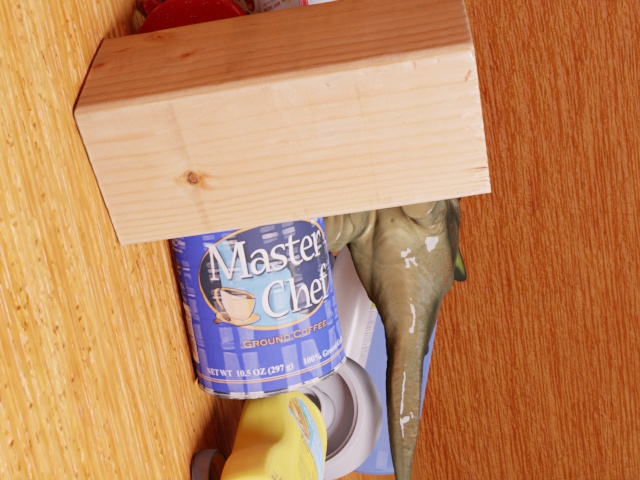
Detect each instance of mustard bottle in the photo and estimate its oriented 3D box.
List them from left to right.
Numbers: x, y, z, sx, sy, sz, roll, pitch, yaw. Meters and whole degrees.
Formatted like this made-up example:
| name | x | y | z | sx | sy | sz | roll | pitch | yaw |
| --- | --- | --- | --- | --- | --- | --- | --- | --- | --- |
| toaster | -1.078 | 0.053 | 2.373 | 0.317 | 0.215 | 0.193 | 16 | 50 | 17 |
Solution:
| name | x | y | z | sx | sy | sz | roll | pitch | yaw |
| --- | --- | --- | --- | --- | --- | --- | --- | --- | --- |
| mustard bottle | -0.028 | 0.154 | 0.729 | 0.191 | 0.058 | 0.096 | -78 | 151 | -71 |

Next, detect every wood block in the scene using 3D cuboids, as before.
| name | x | y | z | sx | sy | sz | roll | pitch | yaw |
| --- | --- | --- | --- | --- | --- | --- | --- | --- | --- |
| wood block | -0.017 | -0.070 | 0.589 | 0.090 | 0.206 | 0.091 | -88 | 168 | -54 |

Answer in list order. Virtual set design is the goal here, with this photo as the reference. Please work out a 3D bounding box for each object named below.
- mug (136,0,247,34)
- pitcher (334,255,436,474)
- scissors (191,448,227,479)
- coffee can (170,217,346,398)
| name | x | y | z | sx | sy | sz | roll | pitch | yaw |
| --- | --- | --- | --- | --- | --- | --- | --- | --- | --- |
| mug | -0.078 | -0.117 | 0.694 | 0.117 | 0.093 | 0.081 | 52 | 3 | 19 |
| pitcher | 0.059 | 0.137 | 1.238 | 0.149 | 0.145 | 0.243 | -89 | -174 | -85 |
| scissors | -0.062 | 0.167 | 0.750 | 0.201 | 0.016 | 0.096 | -73 | 155 | -74 |
| coffee can | -0.043 | 0.020 | 0.705 | 0.102 | 0.103 | 0.140 | -69 | 151 | -75 |
